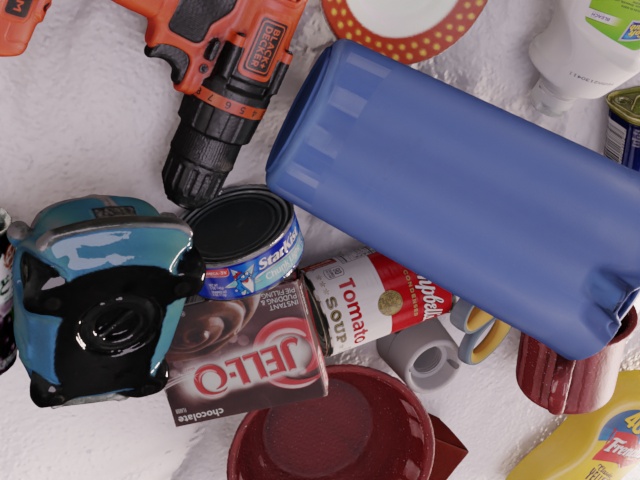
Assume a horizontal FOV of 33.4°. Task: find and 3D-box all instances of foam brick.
[{"bbox_3d":[0.072,0.182,0.885,0.052,0.051,0.078,29,103,-33],"label":"foam brick"}]

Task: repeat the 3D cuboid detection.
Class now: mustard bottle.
[{"bbox_3d":[0.260,0.175,0.962,0.192,0.058,0.096,-48,127,6],"label":"mustard bottle"}]

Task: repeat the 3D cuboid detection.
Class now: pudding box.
[{"bbox_3d":[-0.058,0.073,0.742,0.113,0.039,0.090,-12,109,7],"label":"pudding box"}]

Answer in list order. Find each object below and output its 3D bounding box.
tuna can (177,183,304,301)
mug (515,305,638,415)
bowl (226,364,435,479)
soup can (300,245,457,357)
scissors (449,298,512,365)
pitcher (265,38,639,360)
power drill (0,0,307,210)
[{"bbox_3d":[-0.055,0.001,0.703,0.086,0.086,0.034,-25,126,-10],"label":"tuna can"},{"bbox_3d":[0.200,0.093,0.859,0.093,0.117,0.081,10,126,14],"label":"mug"},{"bbox_3d":[0.004,0.158,0.826,0.162,0.055,0.162,-4,110,-12],"label":"bowl"},{"bbox_3d":[0.039,0.037,0.778,0.102,0.069,0.068,-19,124,-13],"label":"soup can"},{"bbox_3d":[0.166,0.031,0.831,0.201,0.016,0.096,-27,139,-37],"label":"scissors"},{"bbox_3d":[0.091,-0.033,0.700,0.242,0.149,0.145,26,62,-9],"label":"pitcher"},{"bbox_3d":[-0.108,-0.118,0.631,0.187,0.057,0.184,15,107,-33],"label":"power drill"}]
